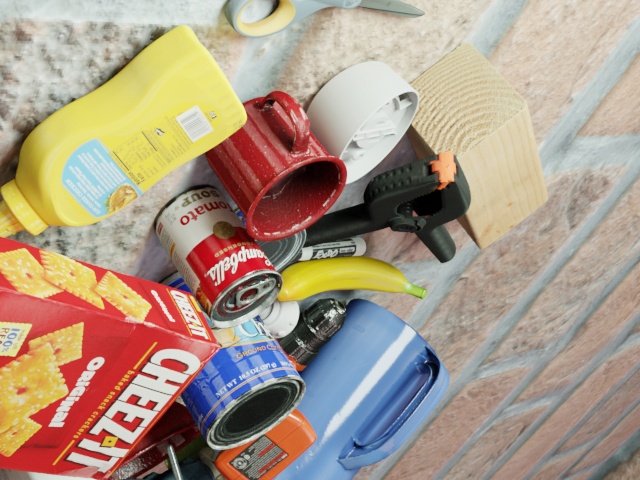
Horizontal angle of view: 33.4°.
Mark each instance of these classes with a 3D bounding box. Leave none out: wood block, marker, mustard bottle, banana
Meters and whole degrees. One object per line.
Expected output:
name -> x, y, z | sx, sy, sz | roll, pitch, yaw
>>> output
wood block -> 0.148, -0.084, 1.017 | 0.090, 0.091, 0.206 | -37, 153, 1
marker -> -0.001, 0.010, 1.071 | 0.120, 0.020, 0.020 | -5, 139, -46
mustard bottle -> -0.148, -0.063, 0.742 | 0.191, 0.058, 0.096 | -35, 152, -2
banana -> 0.020, 0.038, 1.092 | 0.197, 0.070, 0.037 | -1, 104, -39

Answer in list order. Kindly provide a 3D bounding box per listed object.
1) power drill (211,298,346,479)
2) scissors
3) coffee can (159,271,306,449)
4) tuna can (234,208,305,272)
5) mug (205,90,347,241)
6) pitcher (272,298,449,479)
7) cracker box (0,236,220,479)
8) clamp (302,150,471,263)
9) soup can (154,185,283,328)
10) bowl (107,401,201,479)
power drill -> -0.042, 0.156, 1.098 | 0.185, 0.057, 0.187 | -44, -163, 18
scissors -> 0.002, -0.171, 0.794 | 0.096, 0.016, 0.201 | -43, 152, 16
coffee can -> -0.093, 0.105, 0.980 | 0.102, 0.140, 0.103 | -27, 151, -17
tuna can -> -0.056, 0.001, 0.976 | 0.086, 0.034, 0.086 | -28, 152, -17
mug -> -0.036, -0.067, 0.839 | 0.093, 0.081, 0.117 | -21, 149, -27
pitcher -> 0.022, 0.194, 1.165 | 0.242, 0.145, 0.149 | -50, 172, -20
cracker box -> -0.205, 0.094, 0.788 | 0.213, 0.072, 0.164 | 23, 115, -47
clamp -> 0.066, -0.026, 0.962 | 0.164, 0.036, 0.210 | 3, 160, -8
soup can -> -0.086, 0.013, 0.885 | 0.068, 0.102, 0.068 | -28, 152, -17
bowl -> -0.194, 0.206, 1.093 | 0.162, 0.055, 0.162 | -32, 168, -8
